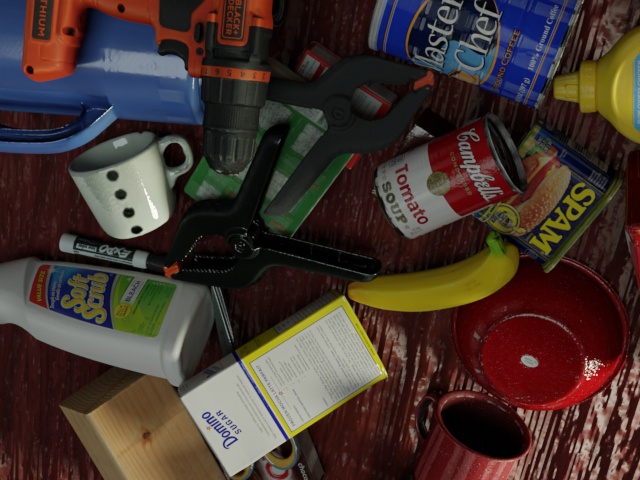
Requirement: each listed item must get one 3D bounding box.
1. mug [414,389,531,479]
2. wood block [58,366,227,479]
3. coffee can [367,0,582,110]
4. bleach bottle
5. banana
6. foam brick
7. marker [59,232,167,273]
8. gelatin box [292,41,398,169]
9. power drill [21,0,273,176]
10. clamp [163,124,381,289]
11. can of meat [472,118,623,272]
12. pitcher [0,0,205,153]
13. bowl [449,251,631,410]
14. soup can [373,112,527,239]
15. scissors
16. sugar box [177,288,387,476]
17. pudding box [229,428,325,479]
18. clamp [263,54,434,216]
[{"bbox_3d":[0.129,0.192,0.992,0.117,0.093,0.082,42,127,34],"label":"mug"},{"bbox_3d":[-0.163,0.230,1.078,0.090,0.090,0.206,-2,119,59],"label":"wood block"},{"bbox_3d":[0.120,-0.172,0.817,0.140,0.102,0.103,22,118,7],"label":"coffee can"},{"bbox_3d":[-0.235,0.071,1.041,0.251,0.102,0.068,9,141,14],"label":"bleach bottle"},{"bbox_3d":[0.107,0.031,0.929,0.069,0.037,0.198,36,145,-22],"label":"banana"},{"bbox_3d":[0.087,-0.063,0.906,0.051,0.053,0.078,33,118,1],"label":"foam brick"},{"bbox_3d":[-0.198,0.013,1.050,0.121,0.020,0.020,12,116,13],"label":"marker"},{"bbox_3d":[0.010,-0.116,0.919,0.089,0.030,0.073,33,121,1],"label":"gelatin box"},{"bbox_3d":[-0.129,-0.149,0.815,0.187,0.057,0.184,7,97,5],"label":"power drill"},{"bbox_3d":[-0.056,0.001,0.968,0.210,0.036,0.164,-28,109,37],"label":"clamp"},{"bbox_3d":[0.185,-0.039,0.883,0.084,0.057,0.102,36,119,3],"label":"can of meat"},{"bbox_3d":[-0.205,-0.156,0.910,0.243,0.145,0.149,9,112,11],"label":"pitcher"},{"bbox_3d":[0.189,0.093,0.941,0.162,0.055,0.162,7,115,15],"label":"bowl"},{"bbox_3d":[0.101,-0.049,0.838,0.102,0.068,0.068,-24,104,24],"label":"soup can"},{"bbox_3d":[-0.063,0.141,1.030,0.096,0.016,0.202,7,105,16],"label":"scissors"},{"bbox_3d":[-0.035,0.130,0.989,0.176,0.048,0.093,-30,102,-4],"label":"sugar box"},{"bbox_3d":[-0.056,0.207,1.080,0.090,0.039,0.113,-15,107,23],"label":"pudding box"},{"bbox_3d":[0.011,-0.090,0.857,0.171,0.039,0.120,-12,102,1],"label":"clamp"}]
